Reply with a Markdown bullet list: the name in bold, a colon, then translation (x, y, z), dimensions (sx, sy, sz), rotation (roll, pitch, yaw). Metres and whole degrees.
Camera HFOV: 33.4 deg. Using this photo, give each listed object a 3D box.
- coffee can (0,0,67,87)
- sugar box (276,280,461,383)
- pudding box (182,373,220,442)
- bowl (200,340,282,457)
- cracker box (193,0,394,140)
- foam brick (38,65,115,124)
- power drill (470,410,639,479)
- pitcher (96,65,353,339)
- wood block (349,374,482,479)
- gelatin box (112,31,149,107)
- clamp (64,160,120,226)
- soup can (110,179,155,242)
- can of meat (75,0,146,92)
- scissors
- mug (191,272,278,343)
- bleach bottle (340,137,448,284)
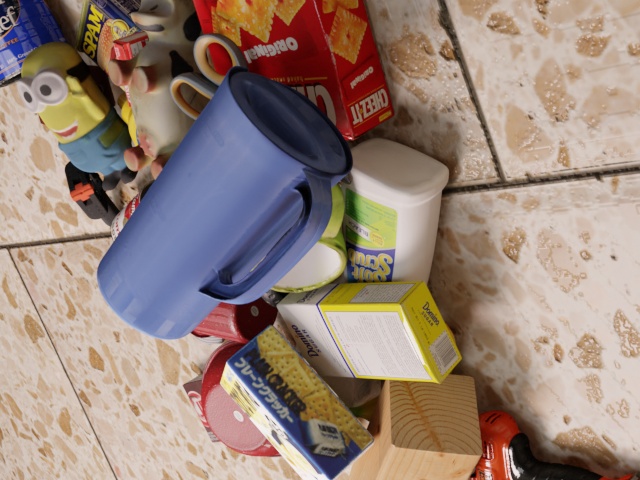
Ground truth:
- **coffee can**: translation (-0.377, -0.269, 1.285), dimensions (0.103, 0.102, 0.140), rotation (-15, 104, 51)
- **sugar box**: translation (0.044, 0.088, 1.036), dimensions (0.177, 0.048, 0.093), rotation (-1, 122, 50)
- **pudding box**: translation (-0.124, 0.215, 1.400), dimensions (0.114, 0.039, 0.090), rotation (-22, 97, 51)
- **bowl**: translation (-0.089, 0.203, 1.302), dimensions (0.162, 0.055, 0.162), rotation (9, 111, 24)
- **cracker box**: translation (-0.037, -0.201, 0.991), dimensions (0.164, 0.072, 0.213), rotation (6, 120, 45)
- **foam brick**: translation (-0.299, -0.175, 1.287), dimensions (0.051, 0.078, 0.053), rotation (14, 125, 43)
- **power drill**: translation (0.232, 0.268, 1.040), dimensions (0.188, 0.057, 0.184), rotation (12, 124, 42)
- **pitcher**: translation (-0.089, -0.018, 0.939), dimensions (0.145, 0.149, 0.243), rotation (39, 115, -5)
- **wood block**: translation (0.092, 0.231, 1.102), dimensions (0.090, 0.091, 0.206), rotation (7, 138, -7)
- **gelatin box**: translation (-0.171, -0.188, 1.130), dimensions (0.030, 0.089, 0.073), rotation (15, 126, 43)
- **clamp**: translation (-0.292, -0.075, 1.328), dimensions (0.120, 0.039, 0.171), rotation (58, 175, 0)
- **soup can**: translation (-0.207, -0.025, 1.301), dimensions (0.068, 0.068, 0.102), rotation (57, 143, 0)
- **can of meat**: translation (-0.219, -0.226, 1.184), dimensions (0.084, 0.057, 0.102), rotation (43, 140, 14)
- **scissors**: translation (-0.052, -0.127, 0.987), dimensions (0.202, 0.016, 0.096), rotation (22, 117, 20)
- **mug**: translation (-0.101, 0.063, 1.243), dimensions (0.082, 0.093, 0.117), rotation (8, 85, 39)
- **bleach bottle**: translation (0.068, 0.029, 1.047), dimensions (0.103, 0.068, 0.251), rotation (29, 136, 35)
